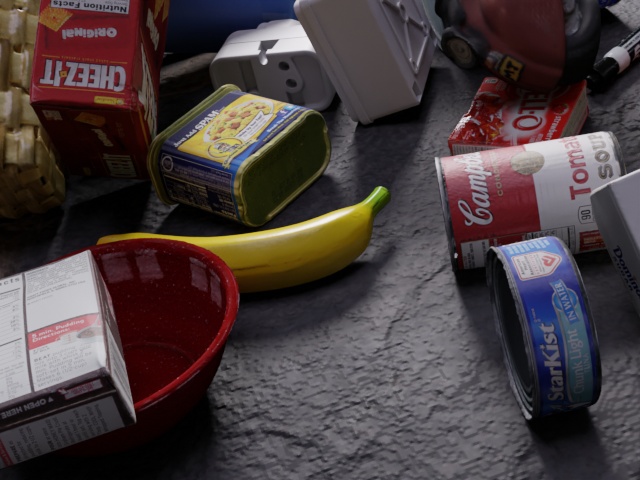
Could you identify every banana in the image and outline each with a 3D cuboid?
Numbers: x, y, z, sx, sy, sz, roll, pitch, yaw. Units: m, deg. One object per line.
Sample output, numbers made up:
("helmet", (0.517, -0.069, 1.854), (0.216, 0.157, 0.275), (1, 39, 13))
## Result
("banana", (-0.052, 0.008, 0.668), (0.198, 0.037, 0.069), (-8, 23, 8))

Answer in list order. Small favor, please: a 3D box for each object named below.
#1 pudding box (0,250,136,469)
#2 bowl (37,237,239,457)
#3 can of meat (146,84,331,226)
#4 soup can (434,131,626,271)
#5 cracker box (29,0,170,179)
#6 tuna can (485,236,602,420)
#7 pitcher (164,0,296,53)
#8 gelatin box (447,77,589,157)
("pudding box", (-0.145, 0.058, 0.527), (0.090, 0.039, 0.113), (-19, 33, -6))
("bowl", (-0.117, 0.067, 0.589), (0.162, 0.055, 0.162), (-10, 35, 7))
("can of meat", (-0.054, -0.059, 0.743), (0.084, 0.057, 0.102), (18, 46, 35))
("soup can", (0.121, -0.023, 0.618), (0.102, 0.068, 0.068), (-9, 35, 7))
("cracker box", (-0.143, -0.166, 0.744), (0.072, 0.164, 0.213), (4, 78, -3))
("tuna can", (0.107, 0.042, 0.517), (0.034, 0.086, 0.086), (-12, 35, 1))
("pitcher", (-0.141, -0.229, 0.907), (0.242, 0.149, 0.145), (3, 20, -4))
("gelatin box", (0.136, -0.079, 0.724), (0.073, 0.030, 0.089), (6, 40, 27))
